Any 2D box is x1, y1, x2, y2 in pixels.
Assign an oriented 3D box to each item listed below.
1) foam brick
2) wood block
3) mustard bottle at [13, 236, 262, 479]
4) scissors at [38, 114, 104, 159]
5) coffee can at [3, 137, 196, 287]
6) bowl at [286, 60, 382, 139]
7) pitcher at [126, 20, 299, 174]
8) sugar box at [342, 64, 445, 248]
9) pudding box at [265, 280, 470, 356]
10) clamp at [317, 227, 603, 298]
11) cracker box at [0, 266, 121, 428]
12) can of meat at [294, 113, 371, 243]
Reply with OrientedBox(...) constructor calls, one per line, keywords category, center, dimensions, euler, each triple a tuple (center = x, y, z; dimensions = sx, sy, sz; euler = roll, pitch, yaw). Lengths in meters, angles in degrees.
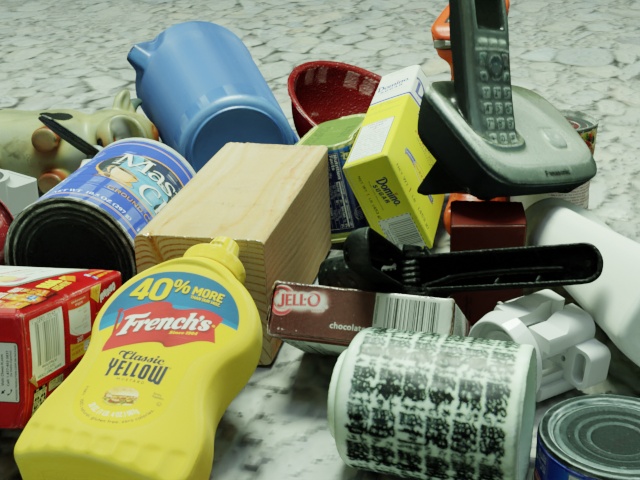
OrientedBox(category="foam brick", center=(0.117, 0.015, 0.758), dimensions=(0.053, 0.078, 0.051), euler=(2, 24, 7))
OrientedBox(category="wood block", center=(-0.056, 0.001, 0.784), dimensions=(0.090, 0.091, 0.206), euler=(3, 23, 12))
OrientedBox(category="mustard bottle", center=(-0.085, 0.065, 0.599), dimensions=(0.096, 0.058, 0.191), euler=(7, 42, 16))
OrientedBox(category="scissors", center=(-0.170, -0.066, 0.919), dimensions=(0.096, 0.016, 0.202), euler=(11, -11, 3))
OrientedBox(category="coffee can", center=(-0.156, -0.008, 0.795), dimensions=(0.103, 0.103, 0.140), euler=(4, 23, 12))
OrientedBox(category="bowl", center=(0.033, -0.109, 1.051), dimensions=(0.162, 0.055, 0.162), euler=(17, 37, -13))
OrientedBox(category="pitcher", center=(-0.096, -0.124, 1.068), dimensions=(0.149, 0.145, 0.243), euler=(-18, 28, -8))
OrientedBox(category="sugar box", center=(0.073, -0.071, 0.905), dimensions=(0.048, 0.093, 0.176), euler=(-15, 28, 26))
OrientedBox(category="pudding box", center=(0.032, 0.054, 0.665), dimensions=(0.114, 0.039, 0.090), euler=(7, -10, 16))
OrientedBox(category="clamp", center=(0.049, 0.020, 0.680), dimensions=(0.164, 0.036, 0.210), euler=(6, -10, -29))
OrientedBox(category="cracker box", center=(-0.246, 0.058, 0.643), dimensions=(0.214, 0.072, 0.164), euler=(1, 7, 7))
OrientedBox(category="can of meat", center=(0.019, -0.055, 0.914), dimensions=(0.057, 0.084, 0.102), euler=(-7, 19, 19))
